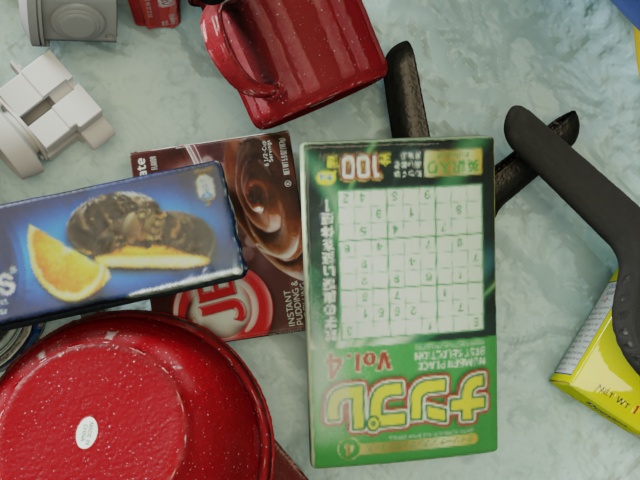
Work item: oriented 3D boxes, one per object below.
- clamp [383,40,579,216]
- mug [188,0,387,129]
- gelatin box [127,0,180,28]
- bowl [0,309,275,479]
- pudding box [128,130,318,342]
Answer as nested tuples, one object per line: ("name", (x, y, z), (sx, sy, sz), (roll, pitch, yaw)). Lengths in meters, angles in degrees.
("clamp", (0.061, -0.026, 0.610), (0.120, 0.039, 0.171), (29, 85, -1))
("mug", (-0.020, -0.109, 0.575), (0.093, 0.117, 0.081), (-21, 94, 34))
("gelatin box", (-0.093, -0.169, 0.588), (0.030, 0.073, 0.089), (-4, 86, -6))
("bowl", (-0.105, 0.101, 0.522), (0.162, 0.055, 0.162), (-2, 67, 5))
("pudding box", (-0.054, 0.001, 0.598), (0.090, 0.039, 0.113), (-9, 87, -5))
